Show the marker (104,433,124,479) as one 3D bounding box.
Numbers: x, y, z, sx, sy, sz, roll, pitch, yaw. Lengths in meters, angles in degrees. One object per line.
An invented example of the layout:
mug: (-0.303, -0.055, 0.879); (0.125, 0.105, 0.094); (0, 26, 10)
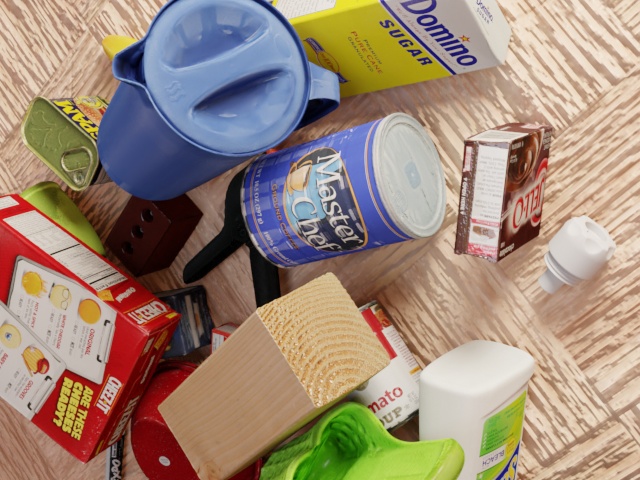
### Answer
marker: (-0.224, 0.249, 1.156); (0.020, 0.020, 0.121); (16, 108, 30)

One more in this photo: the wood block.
wood block: (-0.044, 0.123, 0.903); (0.091, 0.090, 0.206); (56, 139, 10)

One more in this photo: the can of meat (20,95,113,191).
can of meat: (-0.227, -0.099, 1.048); (0.102, 0.083, 0.057); (40, 118, 20)

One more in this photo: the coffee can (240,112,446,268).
coffee can: (0.019, -0.039, 0.889); (0.141, 0.102, 0.103); (-14, 92, 34)

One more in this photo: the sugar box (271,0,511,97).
sugar box: (0.051, -0.166, 0.849); (0.177, 0.093, 0.048); (-5, 53, 36)

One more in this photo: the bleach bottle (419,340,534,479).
bleach bottle: (0.125, 0.217, 0.887); (0.068, 0.102, 0.251); (15, 114, 39)

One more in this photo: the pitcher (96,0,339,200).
pitcher: (-0.102, -0.107, 0.900); (0.149, 0.145, 0.243); (45, 157, -10)

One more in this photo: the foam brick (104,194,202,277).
foam brick: (-0.163, -0.012, 1.043); (0.053, 0.051, 0.078); (45, 120, 17)

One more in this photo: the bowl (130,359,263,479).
bowl: (-0.135, 0.200, 1.045); (0.162, 0.055, 0.162); (20, 124, 32)

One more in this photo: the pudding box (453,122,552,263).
pudding box: (0.139, -0.039, 0.805); (0.039, 0.113, 0.090); (11, 106, 28)

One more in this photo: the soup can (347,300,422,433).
soup can: (0.047, 0.113, 0.923); (0.069, 0.068, 0.102); (-39, 79, 32)

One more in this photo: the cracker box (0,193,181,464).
cracker box: (-0.258, 0.081, 1.019); (0.214, 0.072, 0.164); (35, 115, 13)

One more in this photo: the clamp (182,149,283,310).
clamp: (-0.056, 0.001, 0.985); (0.120, 0.039, 0.172); (36, 117, 20)
